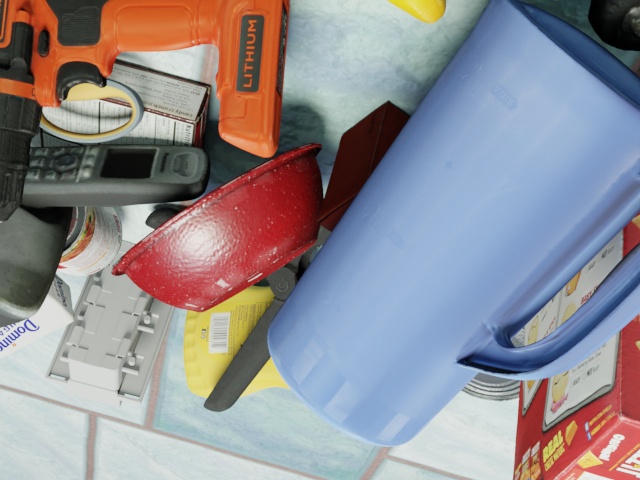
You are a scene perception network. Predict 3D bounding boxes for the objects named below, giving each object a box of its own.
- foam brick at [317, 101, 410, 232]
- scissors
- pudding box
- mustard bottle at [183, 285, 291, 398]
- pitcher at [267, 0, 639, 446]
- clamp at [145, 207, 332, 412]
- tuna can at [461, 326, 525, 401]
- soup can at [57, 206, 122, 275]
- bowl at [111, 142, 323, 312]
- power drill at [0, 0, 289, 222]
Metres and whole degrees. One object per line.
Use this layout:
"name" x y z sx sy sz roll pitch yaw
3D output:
"foam brick" 0.040 -0.038 0.686 0.051 0.078 0.053 33 142 -21
"scissors" -0.210 -0.109 0.672 0.201 0.016 0.096 8 102 -2
"pudding box" -0.135 -0.079 0.731 0.113 0.039 0.090 14 144 -2
"mustard bottle" -0.016 0.075 0.851 0.192 0.096 0.058 -6 161 26
"pitcher" 0.082 0.002 0.575 0.145 0.149 0.243 36 111 -3
"clamp" -0.024 0.041 0.799 0.210 0.036 0.164 -9 96 21
"tuna can" 0.135 0.083 0.838 0.086 0.033 0.086 10 127 14
"soup can" -0.191 -0.012 0.788 0.068 0.068 0.102 11 173 6
"bowl" -0.055 0.001 0.703 0.162 0.161 0.055 -35 86 48
"power drill" -0.115 -0.093 0.602 0.187 0.184 0.057 6 -179 2
